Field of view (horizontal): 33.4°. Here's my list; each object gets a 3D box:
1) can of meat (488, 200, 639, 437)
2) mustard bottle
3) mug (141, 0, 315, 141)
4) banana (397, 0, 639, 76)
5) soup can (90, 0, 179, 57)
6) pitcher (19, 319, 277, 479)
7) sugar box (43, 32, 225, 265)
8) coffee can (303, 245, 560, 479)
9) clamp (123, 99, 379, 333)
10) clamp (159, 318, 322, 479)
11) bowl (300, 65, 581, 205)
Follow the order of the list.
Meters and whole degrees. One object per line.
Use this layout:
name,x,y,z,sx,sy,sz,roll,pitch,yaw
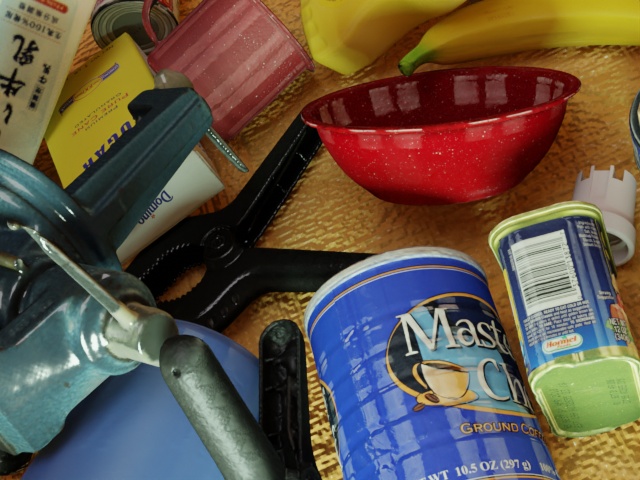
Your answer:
can of meat,0.127,0.043,0.537,0.057,0.102,0.084,-16,57,14
mustard bottle,0.066,-0.185,0.680,0.192,0.058,0.096,-24,54,47
mug,-0.072,-0.131,0.732,0.081,0.117,0.093,-44,13,-1
banana,0.149,-0.132,0.671,0.198,0.037,0.069,-6,47,13
soup can,-0.143,-0.198,0.829,0.068,0.068,0.102,-15,56,15
pitcher,-0.096,0.166,0.533,0.145,0.149,0.242,5,48,22
sugar box,-0.139,-0.069,0.742,0.093,0.048,0.176,-37,41,2
coffee can,0.055,0.088,0.540,0.103,0.102,0.140,-22,54,10
clamp,-0.054,0.001,0.684,0.210,0.036,0.164,-24,48,13
clamp,-0.017,0.115,0.518,0.039,0.120,0.171,-17,92,28
bowl,0.072,-0.060,0.626,0.162,0.055,0.162,-8,18,2
